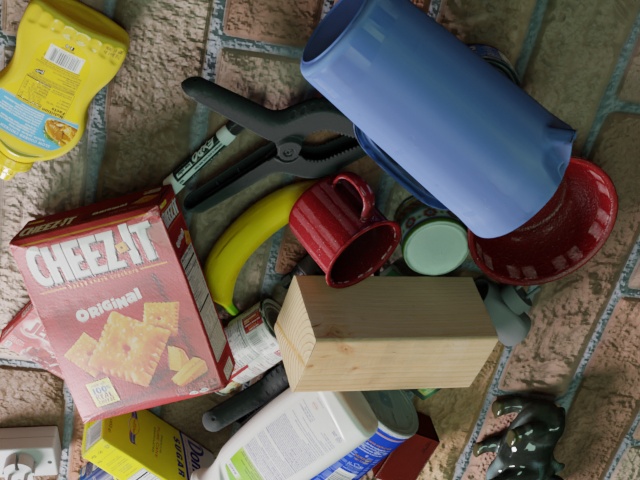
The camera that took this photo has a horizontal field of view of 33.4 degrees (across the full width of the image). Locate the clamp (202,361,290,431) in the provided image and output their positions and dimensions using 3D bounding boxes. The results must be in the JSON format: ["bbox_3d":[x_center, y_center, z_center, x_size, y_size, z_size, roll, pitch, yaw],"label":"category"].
[{"bbox_3d":[-0.052,0.167,1.228,0.171,0.120,0.039,-31,85,0],"label":"clamp"}]

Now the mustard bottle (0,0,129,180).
[{"bbox_3d":[-0.261,-0.133,1.001,0.096,0.058,0.192,25,119,-20],"label":"mustard bottle"}]

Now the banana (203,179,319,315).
[{"bbox_3d":[-0.073,0.002,1.130,0.069,0.037,0.198,7,131,-42],"label":"banana"}]

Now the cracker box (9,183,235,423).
[{"bbox_3d":[-0.199,0.068,1.094,0.164,0.072,0.213,-14,110,10],"label":"cracker box"}]

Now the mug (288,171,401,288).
[{"bbox_3d":[0.023,-0.020,1.071,0.093,0.081,0.117,-22,148,-30],"label":"mug"}]

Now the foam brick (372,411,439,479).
[{"bbox_3d":[0.101,0.252,1.301,0.053,0.051,0.078,22,111,-20],"label":"foam brick"}]

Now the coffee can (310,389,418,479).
[{"bbox_3d":[0.031,0.227,1.253,0.102,0.103,0.140,33,116,-25],"label":"coffee can"}]

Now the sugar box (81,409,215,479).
[{"bbox_3d":[-0.198,0.254,1.259,0.048,0.093,0.176,-40,120,21],"label":"sugar box"}]

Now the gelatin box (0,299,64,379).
[{"bbox_3d":[-0.297,0.105,1.183,0.089,0.030,0.073,36,115,-26],"label":"gelatin box"}]

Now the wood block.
[{"bbox_3d":[0.068,0.098,1.124,0.205,0.091,0.090,1,136,-21],"label":"wood block"}]

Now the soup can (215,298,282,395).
[{"bbox_3d":[-0.083,0.118,1.188,0.102,0.068,0.068,-34,121,18],"label":"soup can"}]

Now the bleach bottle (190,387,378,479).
[{"bbox_3d":[-0.062,0.236,1.188,0.251,0.068,0.102,-35,82,18],"label":"bleach bottle"}]

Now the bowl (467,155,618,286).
[{"bbox_3d":[0.223,-0.032,1.110,0.162,0.055,0.162,-6,127,-9],"label":"bowl"}]

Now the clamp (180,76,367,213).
[{"bbox_3d":[-0.039,-0.103,1.038,0.210,0.036,0.164,-10,139,-6],"label":"clamp"}]

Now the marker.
[{"bbox_3d":[-0.111,-0.090,1.068,0.121,0.020,0.020,-40,119,21],"label":"marker"}]

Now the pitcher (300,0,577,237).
[{"bbox_3d":[0.097,-0.117,0.969,0.242,0.145,0.149,37,102,-20],"label":"pitcher"}]
